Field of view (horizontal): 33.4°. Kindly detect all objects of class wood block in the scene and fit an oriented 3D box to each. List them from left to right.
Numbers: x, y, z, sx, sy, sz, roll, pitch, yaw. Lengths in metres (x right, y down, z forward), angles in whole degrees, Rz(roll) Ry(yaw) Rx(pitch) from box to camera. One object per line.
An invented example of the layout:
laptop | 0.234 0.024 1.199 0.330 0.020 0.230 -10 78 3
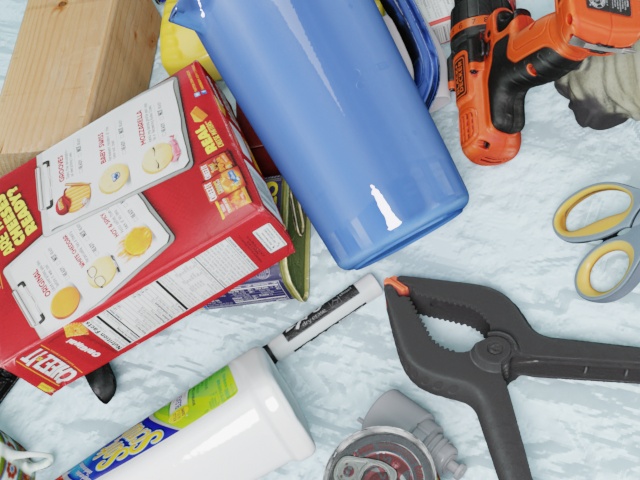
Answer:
wood block | -0.209 -0.136 0.923 0.091 0.090 0.206 -3 59 15

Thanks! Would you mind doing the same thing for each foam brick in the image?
foam brick | -0.038 -0.094 0.870 0.053 0.051 0.078 -9 58 9

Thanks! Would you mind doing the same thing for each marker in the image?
marker | -0.008 0.065 0.785 0.121 0.020 0.020 -33 57 -5

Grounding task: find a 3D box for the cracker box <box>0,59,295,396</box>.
cracker box | -0.143 -0.010 0.781 0.214 0.072 0.164 -31 53 6

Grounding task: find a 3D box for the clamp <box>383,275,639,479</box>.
clamp | 0.115 0.091 0.712 0.210 0.036 0.164 28 56 30

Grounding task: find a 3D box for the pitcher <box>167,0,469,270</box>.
pitcher | 0.015 -0.110 0.780 0.149 0.145 0.243 -30 84 15

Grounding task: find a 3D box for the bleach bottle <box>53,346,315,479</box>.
bleach bottle | -0.129 0.167 0.716 0.251 0.068 0.102 -31 15 -2

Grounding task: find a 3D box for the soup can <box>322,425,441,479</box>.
soup can | 0.046 0.164 0.659 0.068 0.102 0.068 -7 58 12

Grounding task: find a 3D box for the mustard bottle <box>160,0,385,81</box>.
mustard bottle | -0.039 -0.188 0.923 0.192 0.058 0.096 -4 57 14

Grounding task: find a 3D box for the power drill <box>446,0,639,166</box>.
power drill | 0.153 -0.166 0.776 0.057 0.188 0.184 3 73 -19

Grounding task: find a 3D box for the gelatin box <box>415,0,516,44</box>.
gelatin box | 0.114 -0.207 0.908 0.089 0.030 0.073 -18 55 6

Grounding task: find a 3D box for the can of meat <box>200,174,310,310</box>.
can of meat | -0.055 0.001 0.816 0.084 0.057 0.102 -8 57 15
